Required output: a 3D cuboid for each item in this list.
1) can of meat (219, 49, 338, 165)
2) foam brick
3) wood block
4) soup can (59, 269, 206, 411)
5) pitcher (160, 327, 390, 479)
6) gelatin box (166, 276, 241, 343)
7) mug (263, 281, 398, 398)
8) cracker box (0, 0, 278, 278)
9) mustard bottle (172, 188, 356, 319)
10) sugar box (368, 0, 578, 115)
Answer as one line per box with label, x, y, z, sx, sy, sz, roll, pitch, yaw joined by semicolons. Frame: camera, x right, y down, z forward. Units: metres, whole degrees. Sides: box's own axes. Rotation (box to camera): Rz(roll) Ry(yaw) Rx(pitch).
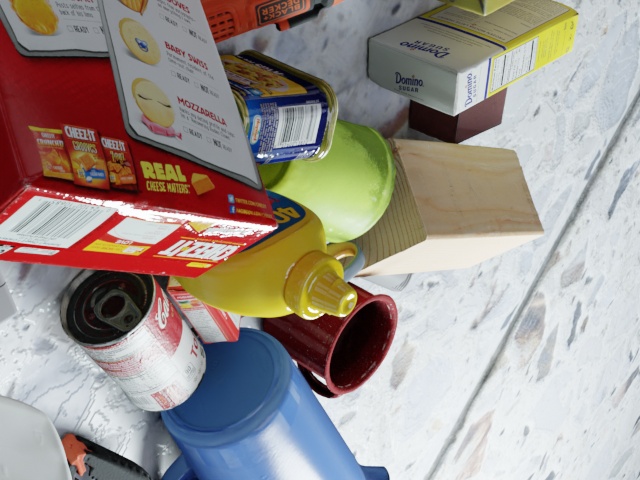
can of meat;-0.054;-0.086;0.698;0.083;0.102;0.057;-13;123;-46
foam brick;0.124;-0.125;0.952;0.078;0.053;0.051;-25;132;-42
wood block;0.098;-0.028;0.926;0.205;0.091;0.090;-2;71;-52
soup can;-0.127;0.068;0.740;0.068;0.069;0.102;-50;145;-18
pitcher;-0.051;0.186;0.888;0.149;0.145;0.242;-58;145;-28
gelatin box;-0.079;0.018;0.767;0.073;0.030;0.089;65;23;-51
mug;0.005;0.081;0.914;0.093;0.082;0.117;-27;133;-41
cracker box;-0.123;-0.092;0.513;0.072;0.214;0.163;-31;159;29
mustard bottle;-0.054;0.000;0.676;0.096;0.192;0.058;-30;135;-39
sugar box;0.130;-0.164;0.897;0.175;0.093;0.048;-32;136;-36
